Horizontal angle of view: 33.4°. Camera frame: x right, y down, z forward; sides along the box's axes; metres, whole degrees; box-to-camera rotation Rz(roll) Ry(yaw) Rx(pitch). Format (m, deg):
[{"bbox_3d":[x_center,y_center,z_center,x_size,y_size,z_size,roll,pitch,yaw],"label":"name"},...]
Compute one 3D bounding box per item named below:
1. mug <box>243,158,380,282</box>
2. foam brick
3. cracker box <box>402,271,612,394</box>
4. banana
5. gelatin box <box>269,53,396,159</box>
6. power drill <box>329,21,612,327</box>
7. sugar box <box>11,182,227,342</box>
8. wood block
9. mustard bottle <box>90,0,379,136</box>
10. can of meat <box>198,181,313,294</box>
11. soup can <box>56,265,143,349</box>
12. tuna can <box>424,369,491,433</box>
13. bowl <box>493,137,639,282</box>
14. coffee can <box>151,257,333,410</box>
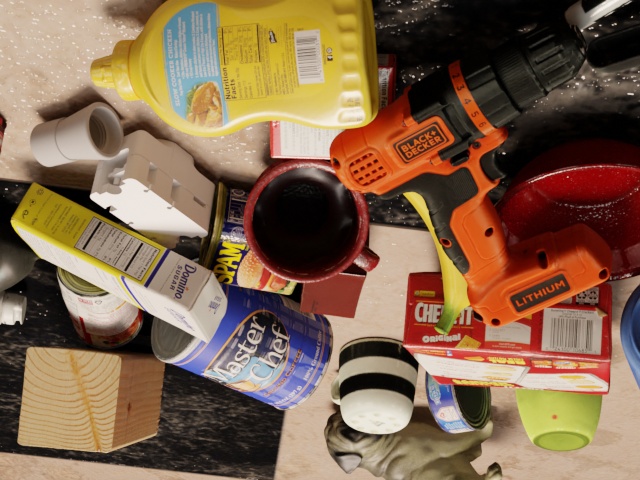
[{"bbox_3d":[-0.004,-0.015,0.822,0.117,0.081,0.093,32,97,-10],"label":"mug"},{"bbox_3d":[0.012,0.026,0.944,0.053,0.051,0.078,8,147,-3],"label":"foam brick"},{"bbox_3d":[0.171,0.085,0.935,0.164,0.072,0.213,2,166,15],"label":"cracker box"},{"bbox_3d":[0.078,-0.025,0.815,0.198,0.069,0.037,60,161,-13],"label":"banana"},{"bbox_3d":[0.009,-0.095,0.754,0.089,0.030,0.073,2,121,4],"label":"gelatin box"},{"bbox_3d":[0.126,-0.040,0.730,0.185,0.057,0.187,-26,116,23],"label":"power drill"},{"bbox_3d":[-0.166,0.019,0.895,0.176,0.048,0.093,23,163,12],"label":"sugar box"},{"bbox_3d":[-0.221,0.154,1.066,0.090,0.091,0.206,5,174,3],"label":"wood block"},{"bbox_3d":[-0.060,-0.117,0.702,0.192,0.058,0.096,-2,103,13],"label":"mustard bottle"},{"bbox_3d":[-0.056,0.001,0.912,0.084,0.057,0.102,10,147,-11],"label":"can of meat"},{"bbox_3d":[-0.204,0.048,0.995,0.068,0.068,0.102,5,147,1],"label":"soup can"},{"bbox_3d":[0.141,0.153,1.089,0.034,0.086,0.086,-15,142,31],"label":"tuna can"},{"bbox_3d":[0.208,-0.030,0.823,0.162,0.055,0.162,4,147,2],"label":"bowl"},{"bbox_3d":[-0.073,0.089,1.007,0.140,0.103,0.103,28,141,-31],"label":"coffee can"}]
